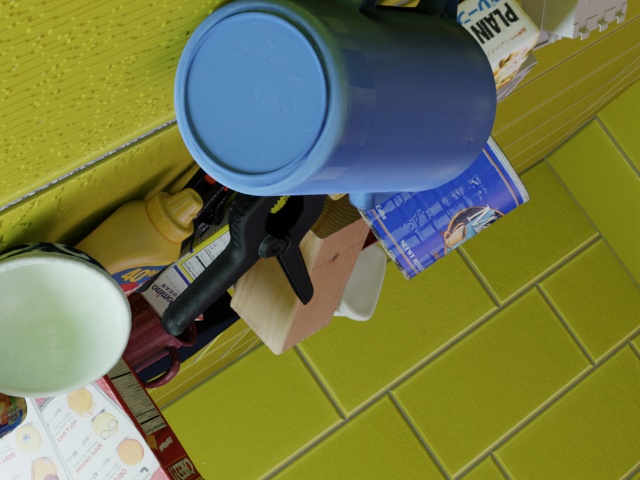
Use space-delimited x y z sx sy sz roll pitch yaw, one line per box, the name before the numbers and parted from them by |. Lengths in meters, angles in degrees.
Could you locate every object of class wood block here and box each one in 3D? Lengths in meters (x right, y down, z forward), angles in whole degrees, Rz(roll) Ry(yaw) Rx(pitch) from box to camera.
wood block | -0.022 0.020 1.175 0.090 0.090 0.206 -29 154 -36

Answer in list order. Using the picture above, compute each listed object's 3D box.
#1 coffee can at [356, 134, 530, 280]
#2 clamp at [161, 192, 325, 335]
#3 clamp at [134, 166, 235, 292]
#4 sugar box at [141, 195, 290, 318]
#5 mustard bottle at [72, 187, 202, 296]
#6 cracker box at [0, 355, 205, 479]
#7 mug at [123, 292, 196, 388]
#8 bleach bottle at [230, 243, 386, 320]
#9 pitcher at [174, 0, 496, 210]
coffee can | 0.114 -0.042 1.027 0.140 0.103 0.102 -34 174 5
clamp | -0.056 0.001 0.943 0.164 0.036 0.210 -17 142 -33
clamp | -0.103 -0.027 0.912 0.120 0.039 0.172 -52 -175 -40
sugar box | -0.091 0.000 1.034 0.176 0.048 0.093 -38 -167 7
mustard bottle | -0.168 0.021 0.835 0.192 0.058 0.096 -37 168 17
cracker box | -0.232 0.180 0.973 0.164 0.214 0.072 -36 173 13
mug | -0.181 0.096 1.087 0.081 0.117 0.093 -31 158 12
bleach bottle | -0.034 0.051 1.356 0.251 0.068 0.102 -5 -121 45
pitcher | 0.018 -0.099 0.669 0.145 0.149 0.242 -21 177 26
